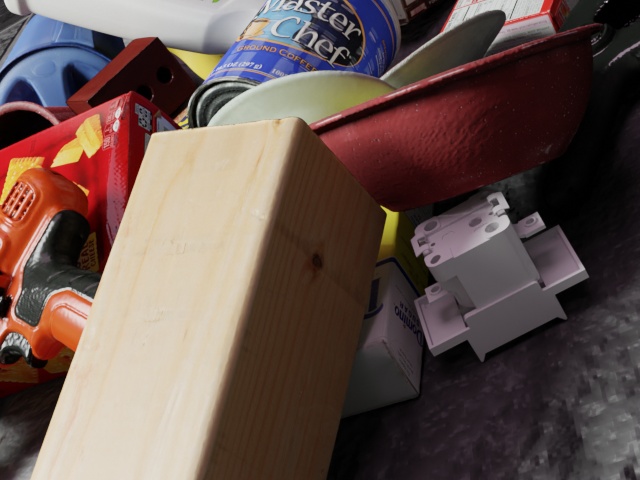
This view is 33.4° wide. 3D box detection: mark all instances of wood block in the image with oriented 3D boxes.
[{"bbox_3d":[-0.047,0.059,0.472,0.090,0.090,0.206,-3,60,33],"label":"wood block"}]

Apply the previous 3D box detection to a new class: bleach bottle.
[{"bbox_3d":[-0.116,-0.191,0.850,0.251,0.068,0.102,19,55,3],"label":"bleach bottle"}]

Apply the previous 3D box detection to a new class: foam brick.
[{"bbox_3d":[-0.144,-0.111,0.816,0.078,0.053,0.051,-48,27,-19],"label":"foam brick"}]

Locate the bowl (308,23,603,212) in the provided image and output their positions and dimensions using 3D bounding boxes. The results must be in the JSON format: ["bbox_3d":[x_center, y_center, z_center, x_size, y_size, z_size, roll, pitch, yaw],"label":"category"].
[{"bbox_3d":[0.070,-0.055,0.532,0.162,0.055,0.162,-20,4,1],"label":"bowl"}]

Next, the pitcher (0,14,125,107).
[{"bbox_3d":[-0.233,-0.157,1.000,0.149,0.145,0.243,-35,26,6],"label":"pitcher"}]

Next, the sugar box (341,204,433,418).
[{"bbox_3d":[0.010,0.020,0.584,0.093,0.048,0.176,-21,31,23],"label":"sugar box"}]

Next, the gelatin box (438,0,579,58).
[{"bbox_3d":[0.132,-0.156,0.736,0.089,0.030,0.073,-10,39,37],"label":"gelatin box"}]

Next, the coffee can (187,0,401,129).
[{"bbox_3d":[-0.016,-0.114,0.748,0.103,0.102,0.140,-8,39,39],"label":"coffee can"}]

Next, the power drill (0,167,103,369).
[{"bbox_3d":[-0.153,0.068,0.593,0.188,0.057,0.184,30,92,35],"label":"power drill"}]

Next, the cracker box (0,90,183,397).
[{"bbox_3d":[-0.194,0.011,0.727,0.214,0.072,0.164,-19,55,24],"label":"cracker box"}]

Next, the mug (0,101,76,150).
[{"bbox_3d":[-0.208,-0.055,0.850,0.093,0.117,0.081,-27,-1,21],"label":"mug"}]
